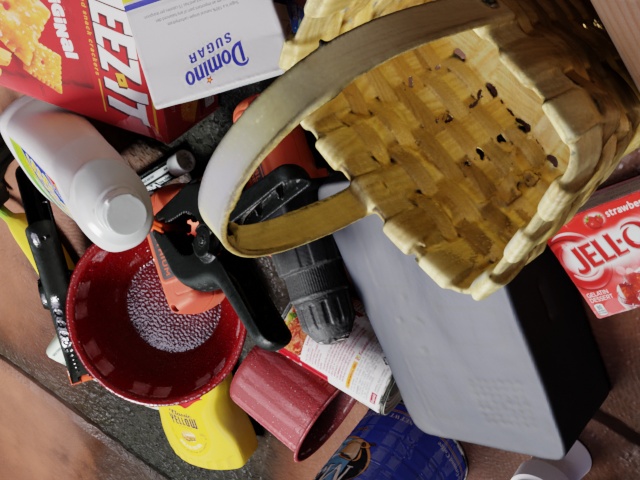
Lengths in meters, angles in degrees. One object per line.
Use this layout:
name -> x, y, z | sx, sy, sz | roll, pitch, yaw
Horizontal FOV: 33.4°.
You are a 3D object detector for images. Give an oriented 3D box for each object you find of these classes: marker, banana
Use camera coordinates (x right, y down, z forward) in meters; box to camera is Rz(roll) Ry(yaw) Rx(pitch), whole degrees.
marker -> -0.145, -0.050, 0.906 | 0.121, 0.020, 0.020 | -22, 108, 49
banana -> -0.264, 0.046, 1.089 | 0.070, 0.037, 0.198 | 18, 136, 57

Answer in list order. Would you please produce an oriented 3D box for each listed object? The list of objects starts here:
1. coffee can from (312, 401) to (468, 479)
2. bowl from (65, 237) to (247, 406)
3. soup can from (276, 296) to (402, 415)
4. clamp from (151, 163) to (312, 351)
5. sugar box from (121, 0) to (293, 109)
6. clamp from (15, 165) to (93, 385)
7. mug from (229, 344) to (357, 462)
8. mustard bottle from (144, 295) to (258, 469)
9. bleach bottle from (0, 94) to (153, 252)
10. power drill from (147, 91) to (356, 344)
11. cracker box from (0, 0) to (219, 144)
coffee can -> 0.043, 0.215, 0.875 | 0.103, 0.140, 0.103 | 24, 137, 25
bowl -> -0.136, 0.060, 0.930 | 0.162, 0.055, 0.162 | 1, 95, 9
soup can -> 0.023, 0.082, 0.833 | 0.102, 0.068, 0.068 | 29, 139, 18
clamp -> -0.065, 0.011, 0.735 | 0.172, 0.039, 0.120 | 0, 82, 54
sugar box -> -0.080, -0.177, 0.648 | 0.093, 0.048, 0.176 | -14, 100, 12
clamp -> -0.239, 0.044, 0.974 | 0.165, 0.036, 0.210 | -134, 31, -67
mug -> -0.019, 0.127, 0.907 | 0.081, 0.093, 0.117 | 36, 177, 18
mustard bottle -> -0.126, 0.131, 1.019 | 0.096, 0.058, 0.191 | 9, 129, 34
bleach bottle -> -0.182, -0.053, 0.814 | 0.102, 0.068, 0.251 | 61, 167, -24
power drill -> -0.055, 0.001, 0.802 | 0.188, 0.057, 0.184 | -23, 81, 49
cracker box -> -0.186, -0.178, 0.788 | 0.214, 0.072, 0.164 | 21, 136, 27
